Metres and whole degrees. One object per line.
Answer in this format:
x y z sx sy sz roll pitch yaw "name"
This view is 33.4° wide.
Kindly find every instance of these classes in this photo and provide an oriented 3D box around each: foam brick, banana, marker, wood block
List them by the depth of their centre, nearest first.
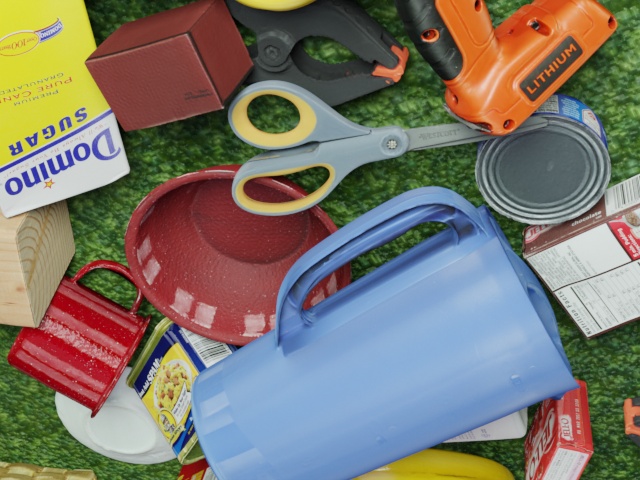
-0.091 -0.107 0.649 0.078 0.051 0.053 -8 124 28 "foam brick"
-0.299 -0.007 0.782 0.206 0.090 0.090 5 129 6 "wood block"
-0.014 0.071 0.808 0.121 0.020 0.020 33 133 19 "marker"
0.094 0.190 0.865 0.197 0.037 0.070 11 161 -27 "banana"

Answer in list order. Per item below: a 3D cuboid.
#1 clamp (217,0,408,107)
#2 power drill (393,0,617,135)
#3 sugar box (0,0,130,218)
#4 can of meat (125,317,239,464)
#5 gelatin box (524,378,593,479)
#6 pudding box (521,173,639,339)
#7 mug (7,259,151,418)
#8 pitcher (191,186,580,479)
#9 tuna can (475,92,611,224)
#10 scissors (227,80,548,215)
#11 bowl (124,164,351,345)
-0.033 -0.119 0.676 0.171 0.039 0.120 21 136 2 "clamp"
0.084 -0.164 0.579 0.184 0.057 0.187 -44 122 2 "power drill"
-0.183 -0.098 0.674 0.093 0.048 0.176 -21 139 -12 "sugar box"
-0.098 0.114 0.838 0.084 0.057 0.102 53 132 23 "can of meat"
0.185 0.162 0.841 0.030 0.073 0.089 12 130 0 "gelatin box"
0.210 0.010 0.735 0.114 0.039 0.090 -26 119 30 "pudding box"
-0.184 0.069 0.833 0.081 0.093 0.117 30 97 -9 "mug"
0.034 0.079 0.712 0.243 0.149 0.145 -28 164 11 "pitcher"
0.145 -0.054 0.698 0.086 0.033 0.086 5 129 6 "tuna can"
0.030 -0.076 0.663 0.202 0.016 0.096 -21 112 13 "scissors"
-0.055 0.001 0.766 0.162 0.055 0.162 5 130 6 "bowl"
